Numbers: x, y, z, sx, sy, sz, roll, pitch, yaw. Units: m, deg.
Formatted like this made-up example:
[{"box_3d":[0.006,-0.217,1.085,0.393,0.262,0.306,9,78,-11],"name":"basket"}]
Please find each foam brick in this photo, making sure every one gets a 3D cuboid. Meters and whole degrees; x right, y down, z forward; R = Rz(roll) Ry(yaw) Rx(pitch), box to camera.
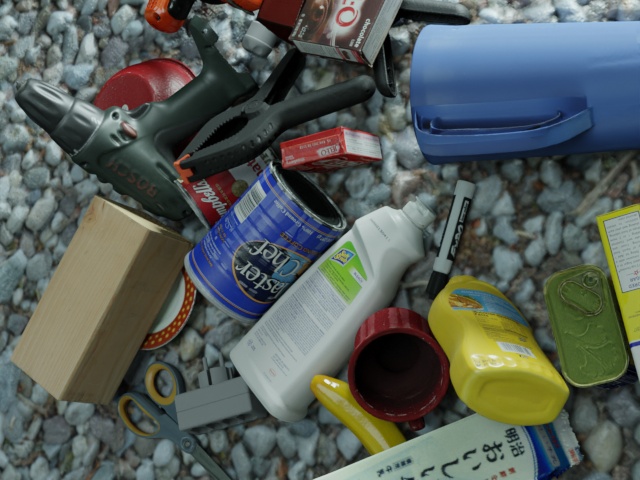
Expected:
[{"box_3d":[-0.023,-0.243,1.151,0.051,0.078,0.053,20,90,28],"name":"foam brick"}]

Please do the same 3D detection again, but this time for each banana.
[{"box_3d":[0.058,0.209,1.017,0.198,0.069,0.037,65,152,17],"name":"banana"}]

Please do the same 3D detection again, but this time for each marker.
[{"box_3d":[0.127,0.001,1.049,0.020,0.020,0.121,16,87,31],"name":"marker"}]

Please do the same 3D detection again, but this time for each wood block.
[{"box_3d":[-0.239,0.067,1.172,0.091,0.090,0.206,31,95,31],"name":"wood block"}]

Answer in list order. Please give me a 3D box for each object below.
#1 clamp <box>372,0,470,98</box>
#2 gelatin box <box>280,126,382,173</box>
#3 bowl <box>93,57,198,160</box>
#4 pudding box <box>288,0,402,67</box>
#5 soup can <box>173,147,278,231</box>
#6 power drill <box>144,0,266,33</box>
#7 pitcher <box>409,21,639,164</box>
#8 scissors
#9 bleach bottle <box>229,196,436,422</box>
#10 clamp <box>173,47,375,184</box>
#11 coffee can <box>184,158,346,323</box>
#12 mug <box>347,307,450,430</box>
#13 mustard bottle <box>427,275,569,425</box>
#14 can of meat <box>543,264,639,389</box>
[{"box_3d":[0.076,-0.242,1.118,0.120,0.039,0.171,-34,64,8],"name":"clamp"},{"box_3d":[0.011,-0.090,1.090,0.073,0.089,0.030,-11,85,28],"name":"gelatin box"},{"box_3d":[-0.215,-0.145,1.249,0.162,0.055,0.162,-6,77,28],"name":"bowl"},{"box_3d":[0.032,-0.238,1.093,0.090,0.039,0.113,16,78,33],"name":"pudding box"},{"box_3d":[-0.096,-0.065,1.141,0.102,0.068,0.068,-36,62,-7],"name":"soup can"},{"box_3d":[-0.113,-0.322,1.201,0.188,0.057,0.184,12,80,53],"name":"power drill"},{"box_3d":[0.207,-0.131,0.965,0.243,0.144,0.149,1,77,26],"name":"pitcher"},{"box_3d":[-0.140,0.200,1.157,0.202,0.016,0.096,21,90,31],"name":"scissors"},{"box_3d":[0.025,0.061,1.069,0.251,0.068,0.103,-46,60,11],"name":"bleach bottle"},{"box_3d":[-0.062,-0.130,1.104,0.210,0.036,0.165,-32,32,-7],"name":"clamp"},{"box_3d":[-0.057,0.001,1.098,0.140,0.102,0.103,-47,62,16],"name":"coffee can"},{"box_3d":[0.076,0.123,1.007,0.093,0.081,0.117,-20,103,7],"name":"mug"},{"box_3d":[0.147,0.085,0.956,0.191,0.096,0.058,-107,34,-61],"name":"mustard bottle"},{"box_3d":[0.241,0.078,0.931,0.058,0.083,0.102,-19,71,25],"name":"can of meat"}]
